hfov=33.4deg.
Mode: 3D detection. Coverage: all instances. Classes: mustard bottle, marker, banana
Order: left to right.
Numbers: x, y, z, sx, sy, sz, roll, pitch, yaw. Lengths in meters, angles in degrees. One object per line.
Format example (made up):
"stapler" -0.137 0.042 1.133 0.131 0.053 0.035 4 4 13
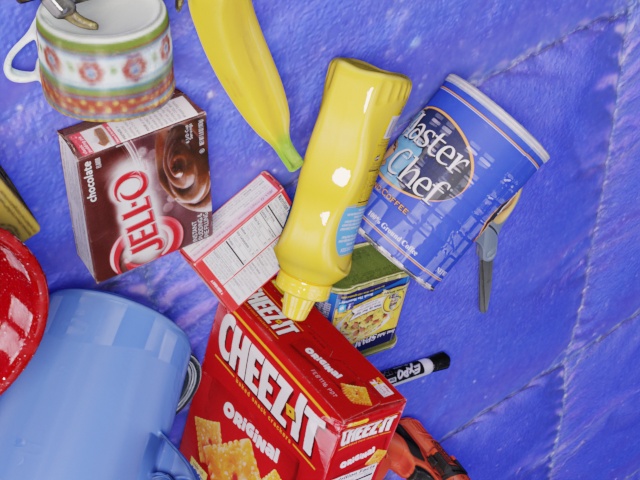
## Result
"banana" -0.047 -0.121 0.657 0.037 0.070 0.197 -42 149 -11
"mustard bottle" 0.009 -0.032 0.765 0.096 0.058 0.192 -37 145 -75
"marker" 0.086 0.134 1.076 0.120 0.020 0.020 -12 132 -37

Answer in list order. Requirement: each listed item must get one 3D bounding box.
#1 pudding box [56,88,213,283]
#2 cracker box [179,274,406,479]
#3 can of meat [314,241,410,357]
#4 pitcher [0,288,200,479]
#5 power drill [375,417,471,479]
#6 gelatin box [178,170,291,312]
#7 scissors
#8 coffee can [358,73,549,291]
"pudding box" -0.119 -0.035 0.700 0.089 0.039 0.113 -25 139 -25
"cracker box" -0.035 0.163 0.865 0.071 0.164 0.214 -13 133 -39
"can of meat" 0.026 0.053 0.910 0.101 0.057 0.084 -15 132 -36
"pitcher" -0.156 0.160 0.681 0.149 0.145 0.242 28 62 -25
"power drill" 0.083 0.227 1.042 0.057 0.185 0.187 -51 134 7
"gelatin box" -0.055 0.001 0.804 0.089 0.030 0.073 -42 143 -8
"scissors" 0.146 0.008 1.018 0.096 0.016 0.202 -17 135 -31
"coffee can" 0.096 -0.046 0.844 0.140 0.103 0.102 -50 143 6
